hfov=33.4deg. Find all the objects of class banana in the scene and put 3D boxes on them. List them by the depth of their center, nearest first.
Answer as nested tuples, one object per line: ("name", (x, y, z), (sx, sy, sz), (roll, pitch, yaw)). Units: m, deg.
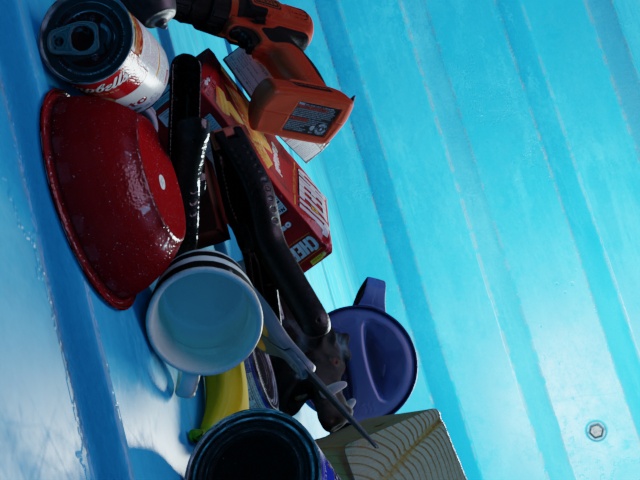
("banana", (-0.086, 0.104, 0.900), (0.198, 0.037, 0.069), (-101, 171, -47))

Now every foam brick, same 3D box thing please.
("foam brick", (-0.116, -0.034, 0.935), (0.051, 0.053, 0.078), (52, 22, -75))

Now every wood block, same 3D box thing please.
("wood block", (0.050, 0.213, 0.968), (0.206, 0.090, 0.090), (137, -68, -73))

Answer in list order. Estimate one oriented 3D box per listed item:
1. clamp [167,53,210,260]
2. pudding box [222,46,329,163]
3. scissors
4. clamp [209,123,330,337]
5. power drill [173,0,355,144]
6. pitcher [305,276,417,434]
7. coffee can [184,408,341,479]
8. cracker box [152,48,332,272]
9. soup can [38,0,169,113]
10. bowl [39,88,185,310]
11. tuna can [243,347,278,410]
("clamp", (-0.110, -0.060, 0.852), (0.120, 0.039, 0.172), (-93, -166, -47))
("pudding box", (-0.046, -0.144, 1.114), (0.114, 0.039, 0.090), (53, 7, 28))
("scissors", (-0.022, 0.107, 0.916), (0.202, 0.016, 0.096), (51, -19, 13))
("clamp", (-0.056, 0.001, 0.959), (0.210, 0.036, 0.165), (69, -21, 9))
("power drill", (-0.061, -0.179, 1.022), (0.184, 0.057, 0.188), (5, 43, -36))
("pitcher", (0.033, 0.146, 1.279), (0.145, 0.149, 0.243), (58, -10, 5))
("coffee can", (-0.032, 0.201, 0.809), (0.140, 0.103, 0.103), (65, 10, -56))
("cracker box", (-0.076, -0.077, 1.072), (0.213, 0.072, 0.164), (51, 12, -18))
("soup can", (-0.155, -0.135, 0.780), (0.102, 0.068, 0.068), (41, 33, -81))
("bowl", (-0.135, -0.036, 0.744), (0.162, 0.055, 0.162), (-17, 90, -84))
("tuna can", (-0.068, 0.127, 1.026), (0.086, 0.034, 0.086), (-17, 90, -84))
